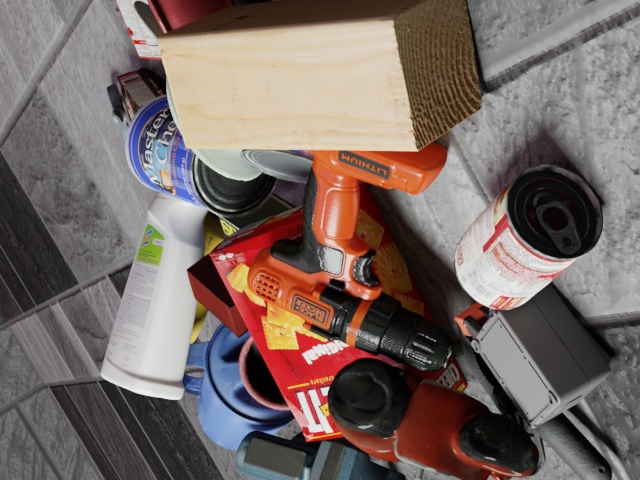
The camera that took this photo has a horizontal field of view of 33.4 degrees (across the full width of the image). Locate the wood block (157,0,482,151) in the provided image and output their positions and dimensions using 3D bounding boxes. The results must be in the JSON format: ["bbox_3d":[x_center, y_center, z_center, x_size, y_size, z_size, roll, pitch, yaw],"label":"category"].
[{"bbox_3d":[-0.003,-0.119,0.750,0.206,0.090,0.090,5,118,38],"label":"wood block"}]

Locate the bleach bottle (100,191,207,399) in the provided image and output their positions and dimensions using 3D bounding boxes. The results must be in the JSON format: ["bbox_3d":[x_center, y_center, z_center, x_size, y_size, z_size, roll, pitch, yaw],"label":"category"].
[{"bbox_3d":[-0.165,0.037,1.152,0.103,0.068,0.251,10,85,49],"label":"bleach bottle"}]

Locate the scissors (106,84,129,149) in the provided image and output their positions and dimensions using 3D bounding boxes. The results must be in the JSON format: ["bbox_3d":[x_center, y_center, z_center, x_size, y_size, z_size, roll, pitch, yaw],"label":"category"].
[{"bbox_3d":[-0.224,-0.125,1.221,0.202,0.016,0.096,-122,15,-64],"label":"scissors"}]

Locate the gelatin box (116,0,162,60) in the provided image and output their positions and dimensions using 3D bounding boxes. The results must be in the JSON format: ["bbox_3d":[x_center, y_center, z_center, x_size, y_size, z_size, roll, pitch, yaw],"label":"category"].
[{"bbox_3d":[-0.172,-0.228,1.081,0.073,0.030,0.089,17,133,53],"label":"gelatin box"}]

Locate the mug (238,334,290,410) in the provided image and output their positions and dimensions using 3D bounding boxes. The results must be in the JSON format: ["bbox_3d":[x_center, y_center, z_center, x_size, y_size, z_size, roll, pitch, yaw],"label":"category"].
[{"bbox_3d":[-0.025,0.113,1.107,0.093,0.117,0.081,56,-174,-7],"label":"mug"}]

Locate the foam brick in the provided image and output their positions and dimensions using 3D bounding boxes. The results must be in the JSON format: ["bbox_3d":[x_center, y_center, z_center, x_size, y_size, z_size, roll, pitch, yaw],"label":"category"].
[{"bbox_3d":[-0.092,0.050,1.097,0.078,0.053,0.051,37,153,35],"label":"foam brick"}]

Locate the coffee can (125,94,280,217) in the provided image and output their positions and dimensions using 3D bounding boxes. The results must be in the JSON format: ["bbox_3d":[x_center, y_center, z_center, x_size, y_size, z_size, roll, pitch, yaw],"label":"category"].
[{"bbox_3d":[-0.117,-0.086,1.057,0.141,0.102,0.103,21,136,52],"label":"coffee can"}]

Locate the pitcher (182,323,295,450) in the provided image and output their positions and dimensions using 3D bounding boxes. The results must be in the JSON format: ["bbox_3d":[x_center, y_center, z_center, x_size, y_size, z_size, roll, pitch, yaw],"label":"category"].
[{"bbox_3d":[-0.092,0.173,1.267,0.149,0.144,0.243,50,157,9],"label":"pitcher"}]

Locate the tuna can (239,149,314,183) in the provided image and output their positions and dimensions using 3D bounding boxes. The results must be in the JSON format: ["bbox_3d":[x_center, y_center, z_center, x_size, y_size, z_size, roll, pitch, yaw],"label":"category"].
[{"bbox_3d":[-0.024,-0.078,0.925,0.086,0.034,0.086,13,169,3],"label":"tuna can"}]

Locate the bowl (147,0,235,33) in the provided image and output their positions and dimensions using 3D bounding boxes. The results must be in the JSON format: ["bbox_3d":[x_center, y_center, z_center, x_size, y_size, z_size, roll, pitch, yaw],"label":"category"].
[{"bbox_3d":[-0.110,-0.211,0.853,0.162,0.055,0.162,-26,-89,-87],"label":"bowl"}]

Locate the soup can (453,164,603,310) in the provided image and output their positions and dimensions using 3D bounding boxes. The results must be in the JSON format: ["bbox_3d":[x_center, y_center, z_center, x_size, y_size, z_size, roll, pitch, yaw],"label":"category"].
[{"bbox_3d":[0.139,0.001,0.732,0.068,0.068,0.102,53,155,11],"label":"soup can"}]

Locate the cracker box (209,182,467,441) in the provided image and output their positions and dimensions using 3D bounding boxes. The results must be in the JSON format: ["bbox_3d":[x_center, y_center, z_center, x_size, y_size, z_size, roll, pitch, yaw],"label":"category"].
[{"bbox_3d":[0.013,0.072,0.979,0.164,0.072,0.213,-18,103,41],"label":"cracker box"}]

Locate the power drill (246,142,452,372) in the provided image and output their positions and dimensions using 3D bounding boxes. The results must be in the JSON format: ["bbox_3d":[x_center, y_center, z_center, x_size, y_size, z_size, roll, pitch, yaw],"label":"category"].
[{"bbox_3d":[0.038,0.003,0.846,0.184,0.057,0.188,23,121,13],"label":"power drill"}]

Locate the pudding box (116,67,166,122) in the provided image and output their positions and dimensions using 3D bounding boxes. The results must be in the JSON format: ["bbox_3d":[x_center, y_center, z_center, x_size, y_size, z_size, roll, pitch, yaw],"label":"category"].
[{"bbox_3d":[-0.186,-0.124,1.195,0.090,0.039,0.113,48,154,48],"label":"pudding box"}]

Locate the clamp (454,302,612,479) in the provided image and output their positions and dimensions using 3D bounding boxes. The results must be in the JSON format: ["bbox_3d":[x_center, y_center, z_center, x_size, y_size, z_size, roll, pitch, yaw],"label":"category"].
[{"bbox_3d":[0.168,0.129,0.860,0.171,0.039,0.120,60,155,-13],"label":"clamp"}]

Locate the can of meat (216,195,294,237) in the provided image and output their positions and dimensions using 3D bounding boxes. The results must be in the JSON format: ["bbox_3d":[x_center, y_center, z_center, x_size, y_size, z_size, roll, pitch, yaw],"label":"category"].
[{"bbox_3d":[-0.057,0.001,1.103,0.102,0.057,0.084,33,148,43],"label":"can of meat"}]
